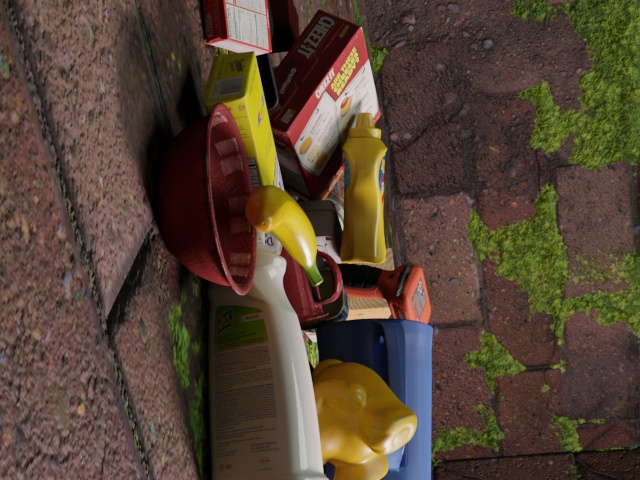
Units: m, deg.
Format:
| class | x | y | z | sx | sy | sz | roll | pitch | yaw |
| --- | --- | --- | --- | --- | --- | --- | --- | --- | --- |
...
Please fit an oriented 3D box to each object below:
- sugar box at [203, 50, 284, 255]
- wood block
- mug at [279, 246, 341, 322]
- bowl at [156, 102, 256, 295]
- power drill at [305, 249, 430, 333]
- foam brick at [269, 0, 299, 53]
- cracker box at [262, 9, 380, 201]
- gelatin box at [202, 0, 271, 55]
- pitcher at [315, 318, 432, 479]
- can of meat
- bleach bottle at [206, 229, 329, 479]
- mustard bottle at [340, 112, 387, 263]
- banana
| class | x | y | z | sx | sy | sz | roll | pitch | yaw |
| --- | --- | --- | --- | --- | --- | --- | --- | --- | --- |
| sugar box | -0.068 | -0.080 | 1.017 | 0.093 | 0.048 | 0.176 | -85 | 164 | -53 |
| wood block | 0.061 | 0.078 | 1.650 | 0.206 | 0.091 | 0.090 | 100 | -14 | -78 |
| mug | -0.034 | 0.043 | 1.088 | 0.093 | 0.117 | 0.081 | -11 | 90 | -65 |
| bowl | -0.098 | -0.032 | 0.894 | 0.162 | 0.055 | 0.162 | -6 | 90 | -82 |
| power drill | 0.038 | 0.071 | 1.319 | 0.184 | 0.188 | 0.057 | 71 | 35 | -51 |
| foam brick | -0.058 | -0.276 | 1.351 | 0.078 | 0.053 | 0.051 | 56 | 29 | -75 |
| cracker box | -0.003 | -0.162 | 1.348 | 0.164 | 0.072 | 0.213 | -57 | 159 | -14 |
| gelatin box | -0.088 | -0.235 | 1.112 | 0.089 | 0.030 | 0.073 | -1 | 85 | -60 |
| pitcher | 0.064 | 0.208 | 1.167 | 0.149 | 0.145 | 0.243 | 22 | 61 | -52 |
| can of meat | -0.020 | 0.069 | 1.199 | 0.084 | 0.102 | 0.057 | 59 | 26 | -75 |
| bleach bottle | -0.051 | 0.104 | 0.952 | 0.068 | 0.103 | 0.251 | 32 | 50 | -60 |
| mustard bottle | 0.055 | -0.066 | 1.353 | 0.096 | 0.058 | 0.191 | 30 | 61 | -86 |
| banana | -0.032 | -0.015 | 0.949 | 0.070 | 0.037 | 0.197 | 56 | 4 | 21 |
